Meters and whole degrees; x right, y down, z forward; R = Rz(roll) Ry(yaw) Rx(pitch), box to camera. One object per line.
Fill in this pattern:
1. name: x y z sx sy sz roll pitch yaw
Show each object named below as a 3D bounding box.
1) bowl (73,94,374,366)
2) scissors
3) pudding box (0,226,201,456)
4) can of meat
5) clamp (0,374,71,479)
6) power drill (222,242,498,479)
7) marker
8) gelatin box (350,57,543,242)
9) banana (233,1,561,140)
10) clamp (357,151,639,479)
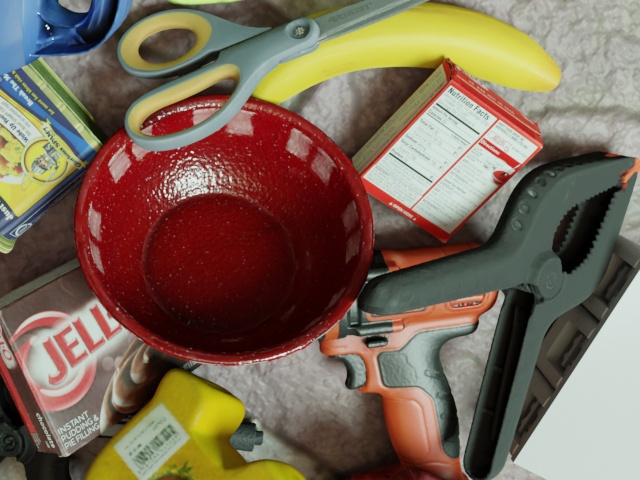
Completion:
1. bowl: -0.054 0.001 0.592 0.162 0.055 0.162 4 64 -8
2. scissors: -0.027 -0.121 0.591 0.201 0.016 0.096 -34 62 -8
3. pudding box: -0.129 0.056 0.612 0.113 0.039 0.090 -33 110 -40
4. can of meat: -0.177 -0.059 0.597 0.084 0.057 0.102 -39 107 3
5. clamp: -0.173 0.127 0.648 0.120 0.039 0.171 23 105 6
6. power drill: 0.023 0.097 0.663 0.184 0.057 0.188 -7 107 -4
7. marker: -0.096 0.120 0.676 0.121 0.020 0.020 7 105 -8
8. gelatin box: 0.073 -0.052 0.623 0.073 0.030 0.089 31 119 -23
9. banana: 0.043 -0.107 0.620 0.198 0.037 0.069 -8 132 -1
10. clamp: 0.121 0.030 0.625 0.209 0.036 0.164 -41 126 -24
